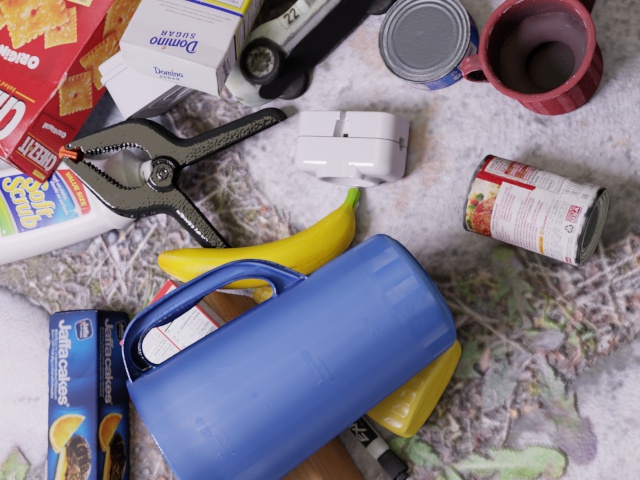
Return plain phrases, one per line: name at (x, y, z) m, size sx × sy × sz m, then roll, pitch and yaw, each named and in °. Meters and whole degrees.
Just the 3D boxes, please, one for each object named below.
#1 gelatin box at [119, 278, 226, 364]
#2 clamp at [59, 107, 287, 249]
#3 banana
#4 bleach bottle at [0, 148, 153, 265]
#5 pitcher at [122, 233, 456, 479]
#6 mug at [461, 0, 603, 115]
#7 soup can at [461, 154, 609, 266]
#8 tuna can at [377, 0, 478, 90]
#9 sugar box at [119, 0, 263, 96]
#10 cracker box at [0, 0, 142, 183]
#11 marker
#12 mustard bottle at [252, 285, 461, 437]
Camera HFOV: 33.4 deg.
gelatin box at (-0.116, 0.088, 0.913) m, size 0.089 × 0.030 × 0.073 m, roll 40°, pitch 98°, yaw 23°
clamp at (-0.138, -0.071, 1.007) m, size 0.210 × 0.036 × 0.164 m, roll 19°, pitch 89°, yaw 2°
banana at (-0.050, 0.012, 0.963) m, size 0.198 × 0.037 × 0.069 m, roll -17°, pitch 40°, yaw 2°
bleach bottle at (-0.267, -0.044, 1.083) m, size 0.251 × 0.068 × 0.102 m, roll -15°, pitch 73°, yaw 19°
pitcher at (-0.025, 0.092, 0.832) m, size 0.242 × 0.149 × 0.145 m, roll -34°, pitch 48°, yaw -7°
mug at (0.175, -0.148, 0.884) m, size 0.117 × 0.081 × 0.093 m, roll -10°, pitch 79°, yaw 23°
soup can at (0.176, -0.025, 0.875) m, size 0.102 × 0.068 × 0.068 m, roll 19°, pitch 91°, yaw 25°
tuna can at (0.097, -0.178, 0.950) m, size 0.086 × 0.033 × 0.086 m, roll -4°, pitch 82°, yaw 24°
sugar box at (-0.102, -0.219, 0.958) m, size 0.093 × 0.048 × 0.176 m, roll 18°, pitch 66°, yaw 8°
cracker box at (-0.290, -0.188, 1.077) m, size 0.164 × 0.072 × 0.213 m, roll 28°, pitch 82°, yaw 30°
marker at (0.035, 0.164, 0.940) m, size 0.020 × 0.020 × 0.121 m, roll -47°, pitch 67°, yaw 12°
mustard bottle at (0.020, 0.086, 0.935) m, size 0.192 × 0.058 × 0.096 m, roll 27°, pitch 83°, yaw 26°
